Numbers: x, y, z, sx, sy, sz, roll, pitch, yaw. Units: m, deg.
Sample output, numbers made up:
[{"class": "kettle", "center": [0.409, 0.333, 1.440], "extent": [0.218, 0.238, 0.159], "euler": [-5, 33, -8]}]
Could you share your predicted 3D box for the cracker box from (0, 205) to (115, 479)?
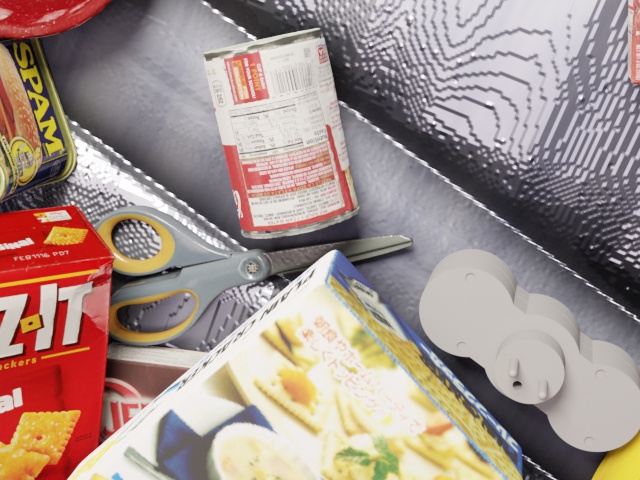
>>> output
[{"class": "cracker box", "center": [-0.209, 0.097, 0.607], "extent": [0.072, 0.163, 0.214], "euler": [42, 131, 44]}]

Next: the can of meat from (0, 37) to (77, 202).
[{"class": "can of meat", "center": [-0.194, -0.072, 0.614], "extent": [0.057, 0.083, 0.102], "euler": [-13, 102, 17]}]

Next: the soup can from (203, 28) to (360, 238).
[{"class": "soup can", "center": [-0.021, -0.059, 0.583], "extent": [0.069, 0.068, 0.102], "euler": [-8, 103, 16]}]

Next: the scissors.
[{"class": "scissors", "center": [-0.054, 0.001, 0.636], "extent": [0.202, 0.016, 0.096], "euler": [-25, 98, 19]}]

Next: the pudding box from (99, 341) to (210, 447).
[{"class": "pudding box", "center": [-0.087, 0.115, 0.664], "extent": [0.113, 0.039, 0.090], "euler": [4, 106, 13]}]
